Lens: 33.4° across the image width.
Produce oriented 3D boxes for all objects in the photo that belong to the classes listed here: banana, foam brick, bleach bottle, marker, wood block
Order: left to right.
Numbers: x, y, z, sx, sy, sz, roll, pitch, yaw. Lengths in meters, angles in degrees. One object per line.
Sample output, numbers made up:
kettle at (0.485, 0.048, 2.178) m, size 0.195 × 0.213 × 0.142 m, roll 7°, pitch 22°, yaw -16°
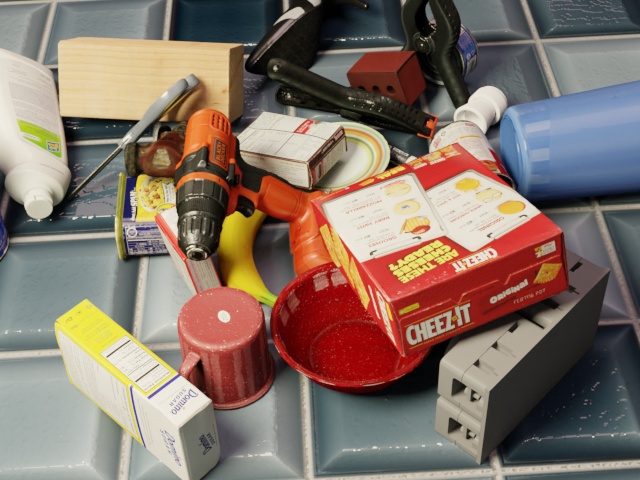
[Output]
bleach bottle at (-0.347, -0.121, 1.242) m, size 0.102 × 0.068 × 0.251 m, roll 18°, pitch 34°, yaw -34°
wood block at (-0.202, -0.195, 1.289) m, size 0.206 × 0.090 × 0.090 m, roll 3°, pitch 14°, yaw 7°
banana at (-0.075, 0.000, 1.143) m, size 0.069 × 0.037 × 0.198 m, roll 12°, pitch 44°, yaw -13°
marker at (0.069, -0.109, 1.259) m, size 0.121 × 0.020 × 0.020 m, roll 30°, pitch 53°, yaw 29°
foam brick at (0.081, -0.197, 1.308) m, size 0.078 × 0.053 × 0.051 m, roll 6°, pitch 43°, yaw 39°

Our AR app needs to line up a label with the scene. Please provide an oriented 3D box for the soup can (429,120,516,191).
soup can at (0.167, -0.078, 1.188) m, size 0.068 × 0.068 × 0.102 m, roll -11°, pitch 44°, yaw -9°

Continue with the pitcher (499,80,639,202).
pitcher at (0.326, -0.117, 1.185) m, size 0.243 × 0.149 × 0.145 m, roll -8°, pitch 83°, yaw -2°

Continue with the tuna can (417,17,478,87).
tuna can at (0.153, -0.236, 1.338) m, size 0.086 × 0.086 × 0.033 m, roll 27°, pitch 52°, yaw 27°

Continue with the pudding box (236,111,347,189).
pudding box at (-0.039, -0.104, 1.211) m, size 0.114 × 0.039 × 0.089 m, roll 12°, pitch 40°, yaw 28°

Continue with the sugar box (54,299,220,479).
sugar box at (-0.165, 0.135, 0.964) m, size 0.176 × 0.093 × 0.048 m, roll 31°, pitch 53°, yaw 29°

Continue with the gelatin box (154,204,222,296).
gelatin box at (-0.131, 0.018, 1.085) m, size 0.030 × 0.089 × 0.073 m, roll -29°, pitch 50°, yaw -12°

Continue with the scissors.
scissors at (-0.210, -0.118, 1.193) m, size 0.201 × 0.096 × 0.016 m, roll -45°, pitch 95°, yaw -10°

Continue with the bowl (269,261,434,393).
bowl at (0.033, 0.092, 1.025) m, size 0.162 × 0.055 × 0.162 m, roll -1°, pitch 44°, yaw 1°

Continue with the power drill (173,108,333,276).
power drill at (-0.063, -0.026, 1.072) m, size 0.057 × 0.187 × 0.184 m, roll -33°, pitch 40°, yaw 35°

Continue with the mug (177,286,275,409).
mug at (-0.098, 0.105, 1.000) m, size 0.093 × 0.081 × 0.117 m, roll 26°, pitch 51°, yaw 26°

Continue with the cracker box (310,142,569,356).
cracker box at (0.103, 0.002, 0.984) m, size 0.164 × 0.072 × 0.214 m, roll -22°, pitch 31°, yaw -9°

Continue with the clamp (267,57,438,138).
clamp at (0.033, -0.163, 1.251) m, size 0.210 × 0.164 × 0.036 m, roll 17°, pitch 88°, yaw 9°

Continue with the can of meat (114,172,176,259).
can of meat at (-0.176, -0.029, 1.161) m, size 0.084 × 0.057 × 0.102 m, roll -3°, pitch 44°, yaw -3°

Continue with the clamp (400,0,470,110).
clamp at (0.125, -0.242, 1.296) m, size 0.120 × 0.171 × 0.039 m, roll 16°, pitch 44°, yaw 30°
